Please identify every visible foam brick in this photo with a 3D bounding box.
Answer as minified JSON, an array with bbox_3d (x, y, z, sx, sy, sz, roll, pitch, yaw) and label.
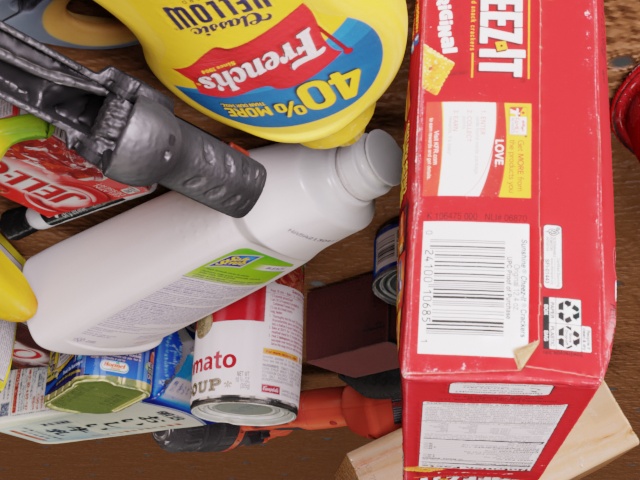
[{"bbox_3d":[0.034,0.057,0.720,0.051,0.053,0.078,22,151,-40],"label":"foam brick"}]

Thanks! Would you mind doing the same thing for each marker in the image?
[{"bbox_3d":[-0.137,-0.021,0.590,0.121,0.020,0.020,-16,152,37],"label":"marker"}]

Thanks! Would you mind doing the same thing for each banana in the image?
[{"bbox_3d":[-0.170,-0.005,0.516,0.069,0.037,0.198,16,151,-9],"label":"banana"}]

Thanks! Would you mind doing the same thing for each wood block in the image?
[{"bbox_3d":[0.125,0.171,0.826,0.206,0.090,0.091,-22,160,-15],"label":"wood block"}]

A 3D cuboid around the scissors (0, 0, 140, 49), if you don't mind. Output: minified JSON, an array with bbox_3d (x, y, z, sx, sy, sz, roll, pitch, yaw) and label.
[{"bbox_3d":[-0.136,-0.083,0.440,0.096,0.016,0.202,18,153,-34],"label":"scissors"}]

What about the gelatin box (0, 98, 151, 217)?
[{"bbox_3d":[-0.137,-0.044,0.519,0.073,0.030,0.089,-11,154,32],"label":"gelatin box"}]

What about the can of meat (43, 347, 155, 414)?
[{"bbox_3d":[-0.148,0.068,0.723,0.057,0.084,0.102,14,155,-27],"label":"can of meat"}]

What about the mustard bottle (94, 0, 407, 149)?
[{"bbox_3d":[-0.022,-0.083,0.375,0.096,0.058,0.191,-11,155,17],"label":"mustard bottle"}]

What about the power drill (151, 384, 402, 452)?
[{"bbox_3d":[-0.022,0.142,0.884,0.188,0.057,0.184,-9,174,30],"label":"power drill"}]

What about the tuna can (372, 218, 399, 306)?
[{"bbox_3d":[0.074,0.014,0.634,0.086,0.034,0.086,2,158,1],"label":"tuna can"}]

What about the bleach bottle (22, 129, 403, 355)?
[{"bbox_3d":[-0.054,0.001,0.577,0.251,0.068,0.102,-23,162,39],"label":"bleach bottle"}]

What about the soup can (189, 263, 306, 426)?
[{"bbox_3d":[-0.045,0.059,0.666,0.068,0.102,0.068,2,158,1],"label":"soup can"}]

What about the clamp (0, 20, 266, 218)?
[{"bbox_3d":[-0.070,-0.041,0.395,0.165,0.036,0.209,31,-177,31],"label":"clamp"}]

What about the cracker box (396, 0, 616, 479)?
[{"bbox_3d":[0.071,0.008,0.449,0.072,0.164,0.213,2,158,6],"label":"cracker box"}]
